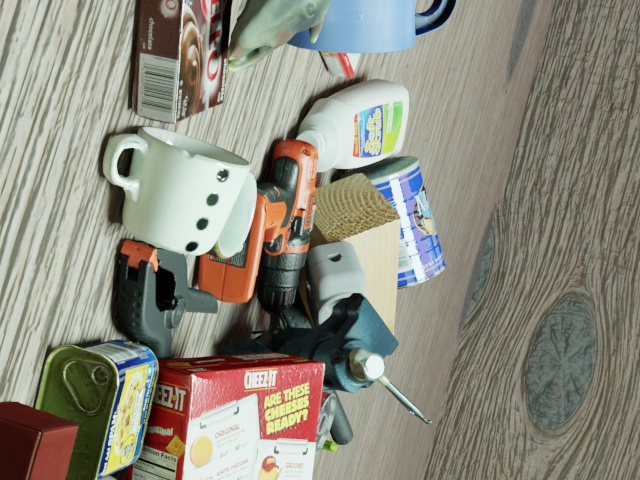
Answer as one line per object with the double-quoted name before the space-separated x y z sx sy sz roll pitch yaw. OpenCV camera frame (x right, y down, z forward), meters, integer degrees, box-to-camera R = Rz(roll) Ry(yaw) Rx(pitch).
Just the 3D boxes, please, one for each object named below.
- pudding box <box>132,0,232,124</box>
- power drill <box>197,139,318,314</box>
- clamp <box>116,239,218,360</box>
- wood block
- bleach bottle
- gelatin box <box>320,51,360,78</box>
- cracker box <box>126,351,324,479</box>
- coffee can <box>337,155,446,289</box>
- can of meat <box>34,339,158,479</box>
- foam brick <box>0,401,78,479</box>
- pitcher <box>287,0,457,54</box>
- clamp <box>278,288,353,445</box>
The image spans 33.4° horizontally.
"pudding box" -0.098 -0.149 0.775 0.090 0.039 0.113 -41 143 -64
"power drill" -0.057 0.001 1.030 0.187 0.057 0.184 -37 136 -70
"clamp" -0.132 0.065 0.862 0.171 0.039 0.120 67 36 -59
"wood block" 0.030 0.036 1.240 0.090 0.090 0.206 -21 138 -19
"bleach bottle" 0.030 -0.120 1.209 0.250 0.068 0.103 -35 138 -63
"gelatin box" 0.028 -0.231 1.151 0.073 0.030 0.089 55 51 -68
"cracker box" -0.082 0.203 0.875 0.163 0.072 0.214 4 93 -52
"coffee can" 0.088 -0.022 1.316 0.102 0.103 0.140 -44 120 -61
"can of meat" -0.162 0.124 0.774 0.083 0.057 0.102 -2 106 -75
"foam brick" -0.197 0.148 0.682 0.051 0.053 0.078 6 100 -74
"pitcher" 0.035 -0.287 0.915 0.149 0.145 0.243 -29 128 -55
"clamp" -0.021 0.115 1.217 0.165 0.036 0.210 -123 -169 -52
